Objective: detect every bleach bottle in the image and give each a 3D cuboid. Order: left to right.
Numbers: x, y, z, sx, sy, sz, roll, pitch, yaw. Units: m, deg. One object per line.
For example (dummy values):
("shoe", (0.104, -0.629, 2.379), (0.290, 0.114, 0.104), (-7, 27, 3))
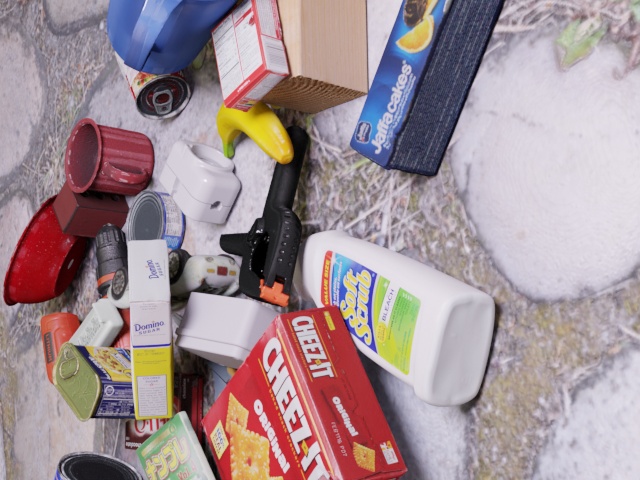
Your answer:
("bleach bottle", (0.045, 0.056, 0.955), (0.251, 0.067, 0.102), (24, 107, 52))

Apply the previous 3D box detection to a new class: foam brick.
("foam brick", (-0.292, -0.040, 1.362), (0.051, 0.078, 0.053), (-54, 49, 30))

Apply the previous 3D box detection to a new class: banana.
("banana", (-0.071, -0.118, 1.101), (0.069, 0.037, 0.198), (66, 165, -15))

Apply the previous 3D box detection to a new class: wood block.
("wood block", (-0.016, -0.241, 1.048), (0.090, 0.090, 0.206), (-12, 75, 49))

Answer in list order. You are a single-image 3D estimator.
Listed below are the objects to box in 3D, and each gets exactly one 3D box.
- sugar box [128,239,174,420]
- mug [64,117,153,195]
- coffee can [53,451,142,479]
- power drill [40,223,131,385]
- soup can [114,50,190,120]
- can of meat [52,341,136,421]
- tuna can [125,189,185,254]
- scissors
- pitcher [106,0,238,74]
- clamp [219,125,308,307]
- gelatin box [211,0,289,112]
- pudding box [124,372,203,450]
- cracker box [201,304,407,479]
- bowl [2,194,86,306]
("sugar box", (-0.175, 0.094, 1.109), (0.093, 0.048, 0.176), (-103, 16, -47))
("mug", (-0.254, -0.096, 1.321), (0.117, 0.081, 0.093), (31, 108, 48))
("coffee can", (-0.280, 0.338, 1.270), (0.103, 0.102, 0.140), (32, 109, 48))
("power drill", (-0.288, 0.094, 1.352), (0.188, 0.057, 0.184), (-36, 58, 42))
("soup can", (-0.204, -0.204, 1.288), (0.069, 0.068, 0.102), (-52, 48, 32))
("can of meat", (-0.240, 0.159, 1.201), (0.102, 0.083, 0.057), (38, 111, 45))
("tuna can", (-0.198, -0.016, 1.278), (0.086, 0.033, 0.086), (-10, 77, 49))
("scissors", (-0.119, 0.148, 1.170), (0.202, 0.016, 0.096), (16, 92, 50))
("pitcher", (-0.150, -0.246, 1.061), (0.145, 0.149, 0.243), (68, 159, 5))
("clamp", (-0.057, 0.001, 1.055), (0.165, 0.036, 0.210), (-54, 24, 32))
("gelatin box", (-0.066, -0.178, 1.004), (0.073, 0.030, 0.089), (-34, 59, 45))
("pudding box", (-0.179, 0.196, 1.220), (0.114, 0.039, 0.090), (-8, 78, 49))
("cracker box", (-0.025, 0.184, 0.969), (0.214, 0.072, 0.164), (-56, 50, 48))
("bowl", (-0.354, 0.023, 1.407), (0.162, 0.055, 0.162), (26, -92, -88))
